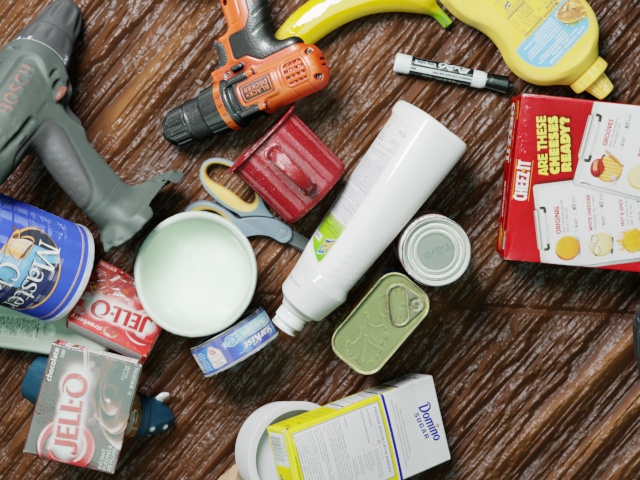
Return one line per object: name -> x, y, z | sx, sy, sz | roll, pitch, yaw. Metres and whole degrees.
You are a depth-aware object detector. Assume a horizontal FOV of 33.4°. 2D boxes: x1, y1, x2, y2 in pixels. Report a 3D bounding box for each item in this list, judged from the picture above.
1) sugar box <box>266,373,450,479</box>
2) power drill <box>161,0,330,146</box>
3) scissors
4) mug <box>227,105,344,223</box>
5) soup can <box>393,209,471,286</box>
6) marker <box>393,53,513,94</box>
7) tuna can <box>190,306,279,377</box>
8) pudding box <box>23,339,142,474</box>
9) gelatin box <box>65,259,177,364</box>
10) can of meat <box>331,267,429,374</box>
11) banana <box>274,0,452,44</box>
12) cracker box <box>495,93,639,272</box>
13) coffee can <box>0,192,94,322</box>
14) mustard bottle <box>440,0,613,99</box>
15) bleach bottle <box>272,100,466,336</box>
sugar box -> 0.040, 0.201, 1.058 | 0.175, 0.048, 0.093 | -15, 95, -31
power drill -> -0.101, -0.201, 1.044 | 0.185, 0.057, 0.187 | -21, 93, 18
scissors -> -0.057, 0.001, 1.092 | 0.201, 0.016, 0.096 | 45, 95, -4
mug -> -0.029, -0.071, 1.038 | 0.081, 0.117, 0.093 | 44, 89, -9
soup can -> 0.109, 0.007, 1.049 | 0.068, 0.102, 0.068 | 0, 95, 0
marker -> 0.134, -0.168, 1.075 | 0.121, 0.020, 0.020 | 11, 95, -1
tuna can -> -0.086, 0.100, 1.066 | 0.086, 0.086, 0.034 | -30, 93, 2
pudding box -> -0.229, 0.161, 1.039 | 0.090, 0.039, 0.113 | 15, 88, -6
gelatin box -> -0.200, 0.072, 1.075 | 0.089, 0.030, 0.073 | 26, 64, -3
can of meat -> 0.058, 0.076, 1.064 | 0.057, 0.084, 0.102 | 40, 94, -3
banana -> 0.030, -0.222, 1.061 | 0.198, 0.037, 0.069 | -15, 95, 1
cracker box -> 0.291, -0.054, 1.059 | 0.213, 0.072, 0.164 | 5, 96, 0
coffee can -> -0.303, 0.010, 1.018 | 0.140, 0.103, 0.103 | 26, 96, -39
mustard bottle -> 0.215, -0.211, 1.051 | 0.191, 0.058, 0.096 | 43, 88, -3
bleach bottle -> 0.036, -0.015, 1.050 | 0.068, 0.103, 0.251 | 35, 96, -19
